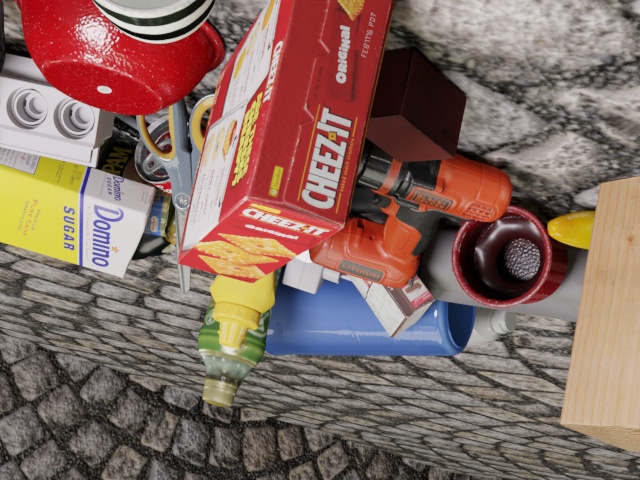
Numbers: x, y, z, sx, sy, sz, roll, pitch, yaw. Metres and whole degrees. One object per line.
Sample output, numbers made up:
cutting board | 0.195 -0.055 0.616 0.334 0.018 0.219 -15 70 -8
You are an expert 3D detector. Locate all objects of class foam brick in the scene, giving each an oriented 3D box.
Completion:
foam brick | 0.061 -0.095 0.769 0.051 0.053 0.078 0 159 39

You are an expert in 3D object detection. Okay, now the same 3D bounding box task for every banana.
banana | 0.278 0.017 0.967 0.197 0.069 0.037 39 -175 -37

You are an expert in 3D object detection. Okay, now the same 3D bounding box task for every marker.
marker | -0.169 -0.102 0.992 0.020 0.020 0.121 2 160 36

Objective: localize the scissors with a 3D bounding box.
scissors | -0.101 -0.046 0.921 0.096 0.016 0.202 -9 116 10

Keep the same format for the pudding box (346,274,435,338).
pudding box | 0.068 0.045 1.082 0.090 0.039 0.113 54 169 10

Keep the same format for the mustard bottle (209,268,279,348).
mustard bottle | -0.057 0.001 0.940 0.058 0.191 0.096 16 164 -9

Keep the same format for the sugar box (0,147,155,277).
sugar box | -0.247 -0.031 0.964 0.176 0.048 0.093 19 133 -12

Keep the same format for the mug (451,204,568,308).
mug | 0.170 0.009 0.984 0.117 0.093 0.081 46 -164 24

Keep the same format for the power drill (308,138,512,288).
power drill | 0.050 -0.030 0.935 0.184 0.057 0.188 18 152 -9

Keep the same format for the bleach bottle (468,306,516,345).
bleach bottle | 0.132 0.102 1.380 0.251 0.068 0.102 -4 158 40

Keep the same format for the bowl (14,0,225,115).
bowl | -0.156 -0.137 0.796 0.162 0.055 0.162 12 165 3

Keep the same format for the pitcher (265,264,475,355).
pitcher | 0.047 0.066 1.231 0.243 0.145 0.149 0 172 28

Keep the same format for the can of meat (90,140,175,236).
can of meat | -0.181 -0.049 1.045 0.084 0.102 0.057 10 122 0

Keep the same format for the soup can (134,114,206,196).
soup can | -0.114 -0.065 0.986 0.069 0.068 0.102 3 162 32

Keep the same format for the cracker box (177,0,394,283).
cracker box | -0.029 -0.070 0.725 0.072 0.164 0.214 16 164 -16
